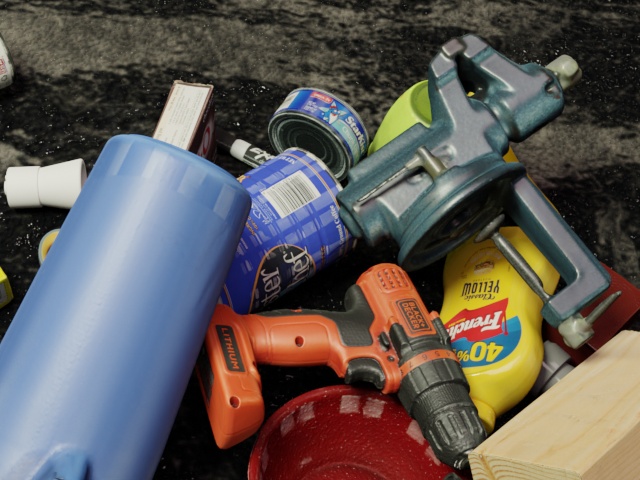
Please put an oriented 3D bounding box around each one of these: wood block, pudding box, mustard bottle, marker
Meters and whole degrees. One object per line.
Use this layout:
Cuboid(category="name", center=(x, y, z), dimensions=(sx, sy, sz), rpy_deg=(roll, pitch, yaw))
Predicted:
Cuboid(category="wood block", center=(0.207, 0.147, 0.756), dimensions=(0.090, 0.091, 0.205), rpy_deg=(1, 21, 46))
Cuboid(category="pudding box", center=(-0.118, -0.064, 0.897), dimensions=(0.039, 0.090, 0.113), rpy_deg=(10, 54, 3))
Cuboid(category="mustard bottle", center=(0.130, 0.080, 0.844), dimensions=(0.096, 0.058, 0.191), rpy_deg=(-7, 49, 34))
Cuboid(category="marker", center=(-0.050, -0.070, 0.955), dimensions=(0.121, 0.020, 0.020), rpy_deg=(28, 57, 11))

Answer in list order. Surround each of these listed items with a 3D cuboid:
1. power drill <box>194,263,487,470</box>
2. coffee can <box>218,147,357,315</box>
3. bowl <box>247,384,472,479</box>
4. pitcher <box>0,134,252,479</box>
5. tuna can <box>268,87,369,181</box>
Cuboid(category="power drill", center=(0.011, 0.097, 0.765), dimensions=(0.187, 0.057, 0.184), rpy_deg=(-4, 42, -21))
Cuboid(category="coffee can", center=(-0.056, 0.001, 0.856), dimensions=(0.140, 0.103, 0.103), rpy_deg=(-32, 66, -26))
Cuboid(category="bowl", center=(0.026, 0.185, 0.765), dimensions=(0.162, 0.055, 0.162), rpy_deg=(6, 47, -6))
Cuboid(category="pitcher", center=(-0.142, 0.058, 0.719), dimensions=(0.149, 0.144, 0.243), rpy_deg=(17, 79, 29))
Cuboid(category="tuna can", center=(-0.003, -0.091, 0.936), dimensions=(0.086, 0.086, 0.033), rpy_deg=(28, 58, 10))
